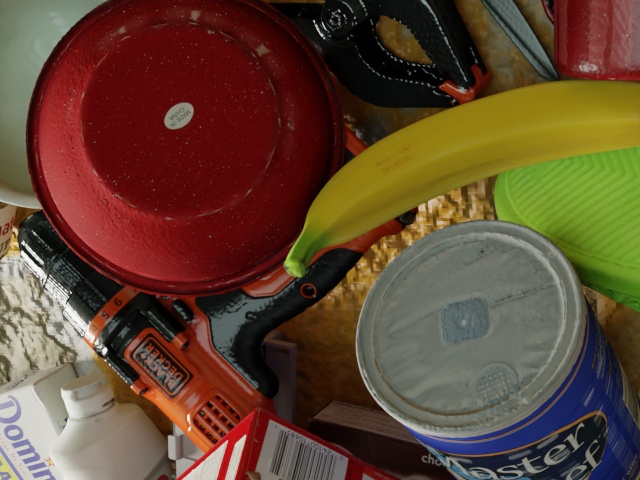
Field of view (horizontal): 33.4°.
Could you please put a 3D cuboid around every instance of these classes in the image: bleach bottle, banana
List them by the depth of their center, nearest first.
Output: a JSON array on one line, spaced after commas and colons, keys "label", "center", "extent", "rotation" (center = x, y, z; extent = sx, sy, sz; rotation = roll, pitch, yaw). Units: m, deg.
[{"label": "banana", "center": [0.073, -0.037, 0.503], "extent": [0.198, 0.069, 0.037], "rotation": [-23, 135, 11]}, {"label": "bleach bottle", "center": [-0.126, 0.212, 0.697], "extent": [0.068, 0.102, 0.251], "rotation": [-4, 105, 45]}]

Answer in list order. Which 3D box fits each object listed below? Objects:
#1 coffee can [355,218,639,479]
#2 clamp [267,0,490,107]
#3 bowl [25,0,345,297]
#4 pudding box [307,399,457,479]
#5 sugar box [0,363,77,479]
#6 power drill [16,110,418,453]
[{"label": "coffee can", "center": [0.091, 0.069, 0.509], "extent": [0.103, 0.102, 0.140], "rotation": [-6, 147, 27]}, {"label": "clamp", "center": [0.007, -0.118, 0.566], "extent": [0.171, 0.039, 0.120], "rotation": [43, 138, 5]}, {"label": "bowl", "center": [-0.066, -0.053, 0.514], "extent": [0.162, 0.055, 0.162], "rotation": [0, 87, -3]}, {"label": "pudding box", "center": [0.047, 0.151, 0.631], "extent": [0.114, 0.039, 0.090], "rotation": [8, 109, 24]}, {"label": "sugar box", "center": [-0.236, 0.155, 0.765], "extent": [0.176, 0.048, 0.093], "rotation": [-19, 97, 30]}, {"label": "power drill", "center": [-0.054, 0.001, 0.586], "extent": [0.184, 0.057, 0.188], "rotation": [43, 97, 7]}]
